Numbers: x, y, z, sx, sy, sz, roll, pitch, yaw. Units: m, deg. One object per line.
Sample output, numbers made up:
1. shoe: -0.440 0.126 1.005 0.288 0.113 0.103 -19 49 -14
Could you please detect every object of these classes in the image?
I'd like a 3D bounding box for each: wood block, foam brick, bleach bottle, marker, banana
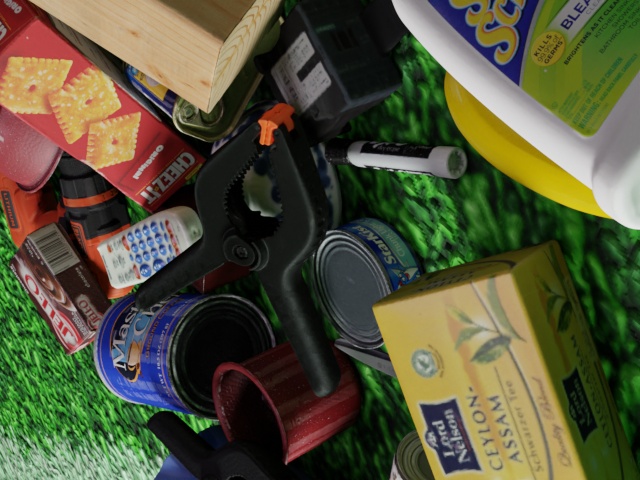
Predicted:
1. wood block: -0.127 -0.181 0.641 0.206 0.090 0.090 33 158 1
2. foam brick: -0.096 -0.004 0.867 0.078 0.051 0.053 38 136 36
3. bleach bottle: 0.085 -0.115 0.521 0.251 0.068 0.102 42 100 34
4. marker: 0.043 -0.053 0.676 0.121 0.020 0.020 12 118 51
5. banana: 0.126 -0.052 0.547 0.198 0.037 0.070 39 137 35

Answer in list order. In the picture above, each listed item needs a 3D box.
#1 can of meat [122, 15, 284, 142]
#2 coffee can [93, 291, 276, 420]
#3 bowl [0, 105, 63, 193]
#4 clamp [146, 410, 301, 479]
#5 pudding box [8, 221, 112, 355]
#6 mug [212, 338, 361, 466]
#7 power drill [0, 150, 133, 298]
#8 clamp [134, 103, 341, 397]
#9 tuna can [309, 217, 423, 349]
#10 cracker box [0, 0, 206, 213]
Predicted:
1. can of meat: -0.085 -0.134 0.748 0.084 0.057 0.102 40 105 39
2. coffee can: -0.118 0.094 0.909 0.141 0.102 0.103 -2 107 54
3. bowl: -0.282 -0.127 0.992 0.162 0.055 0.162 -19 67 51
4. clamp: -0.074 0.197 0.793 0.172 0.039 0.120 3 99 48
5. pudding box: -0.250 0.048 1.033 0.113 0.039 0.090 58 146 3
6. mug: -0.028 0.126 0.821 0.093 0.081 0.117 58 145 14
7. power drill: -0.260 -0.042 1.067 0.188 0.057 0.184 15 121 50
8. clamp: -0.055 0.001 0.723 0.165 0.036 0.210 17 126 17
9. tuna can: 0.032 0.028 0.725 0.086 0.033 0.086 31 132 42
10. cracker box: -0.200 -0.128 0.806 0.164 0.072 0.213 49 -177 35
